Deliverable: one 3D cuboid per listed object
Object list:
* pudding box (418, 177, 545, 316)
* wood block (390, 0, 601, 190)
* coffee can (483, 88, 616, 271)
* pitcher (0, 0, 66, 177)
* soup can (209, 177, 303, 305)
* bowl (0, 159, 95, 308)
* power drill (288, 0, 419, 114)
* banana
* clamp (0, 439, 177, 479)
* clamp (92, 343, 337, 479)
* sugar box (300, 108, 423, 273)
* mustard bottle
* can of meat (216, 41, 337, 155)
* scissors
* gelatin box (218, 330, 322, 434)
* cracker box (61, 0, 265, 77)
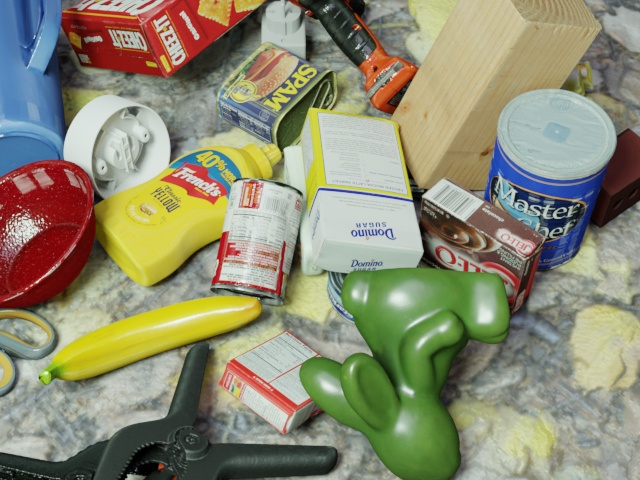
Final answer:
[{"bbox_3d":[0.142,0.006,0.964,0.114,0.090,0.039,36,59,24],"label":"pudding box"},{"bbox_3d":[0.155,-0.149,0.995,0.090,0.206,0.090,0,50,-29],"label":"wood block"},{"bbox_3d":[0.204,-0.053,0.976,0.103,0.140,0.103,0,53,0],"label":"coffee can"},{"bbox_3d":[-0.316,-0.174,1.066,0.145,0.149,0.243,-13,58,-9],"label":"pitcher"},{"bbox_3d":[-0.056,0.001,0.957,0.068,0.068,0.102,9,79,6],"label":"soup can"},{"bbox_3d":[-0.261,0.005,0.965,0.162,0.055,0.162,-15,49,18],"label":"bowl"},{"bbox_3d":[0.041,-0.212,1.111,0.057,0.184,0.188,-46,72,19],"label":"power drill"},{"bbox_3d":[-0.148,0.086,0.923,0.197,0.037,0.070,-20,20,-19],"label":"banana"},{"bbox_3d":[-0.193,0.210,0.841,0.171,0.039,0.120,-8,56,-6],"label":"clamp"},{"bbox_3d":[-0.094,0.171,0.837,0.165,0.036,0.209,31,35,19],"label":"clamp"},{"bbox_3d":[0.034,-0.045,0.982,0.093,0.048,0.176,7,48,-13],"label":"sugar box"},{"bbox_3d":[-0.116,-0.039,1.016,0.191,0.058,0.096,-33,55,-23],"label":"mustard bottle"},{"bbox_3d":[-0.046,-0.149,1.098,0.084,0.057,0.102,31,62,23],"label":"can of meat"},{"bbox_3d":[-0.336,0.084,0.949,0.202,0.016,0.096,11,54,8],"label":"scissors"},{"bbox_3d":[-0.029,0.118,0.894,0.073,0.030,0.089,34,28,22],"label":"gelatin box"},{"bbox_3d":[-0.150,-0.264,1.138,0.164,0.072,0.213,15,49,45],"label":"cracker box"}]
